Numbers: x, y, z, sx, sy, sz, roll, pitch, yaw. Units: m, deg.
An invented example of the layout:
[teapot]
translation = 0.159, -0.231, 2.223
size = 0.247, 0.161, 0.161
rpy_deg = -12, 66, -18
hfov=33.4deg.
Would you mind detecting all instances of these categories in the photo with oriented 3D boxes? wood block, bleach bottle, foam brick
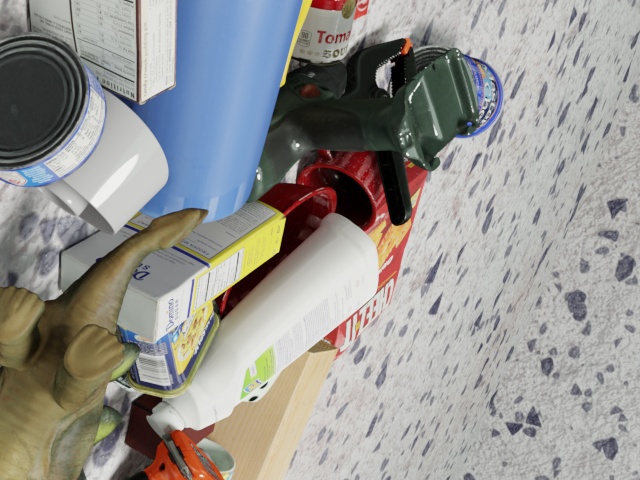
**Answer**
[wood block]
translation = -0.071, 0.194, 1.162
size = 0.206, 0.091, 0.090
rpy_deg = -68, 161, 6
[bleach bottle]
translation = -0.055, 0.086, 0.974
size = 0.250, 0.068, 0.102
rpy_deg = -39, 150, -23
[foam brick]
translation = -0.139, 0.168, 1.018
size = 0.078, 0.051, 0.053
rpy_deg = -32, 141, -56

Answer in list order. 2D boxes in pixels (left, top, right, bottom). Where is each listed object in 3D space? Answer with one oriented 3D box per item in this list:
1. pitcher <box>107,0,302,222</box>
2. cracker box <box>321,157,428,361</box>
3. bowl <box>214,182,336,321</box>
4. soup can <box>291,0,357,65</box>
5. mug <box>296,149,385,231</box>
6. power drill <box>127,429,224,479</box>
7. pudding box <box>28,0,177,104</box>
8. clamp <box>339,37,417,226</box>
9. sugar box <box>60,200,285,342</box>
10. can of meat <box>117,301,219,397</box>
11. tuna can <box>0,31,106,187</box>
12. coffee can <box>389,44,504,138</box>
[pitcher]
translation = -0.080, -0.142, 0.722
size = 0.149, 0.145, 0.243
rpy_deg = -26, 142, -43
[cracker box]
translation = 0.046, 0.017, 1.276
size = 0.163, 0.072, 0.214
rpy_deg = -38, 148, -50
[bowl]
translation = -0.057, 0.001, 0.998
size = 0.162, 0.055, 0.162
rpy_deg = -46, 163, -19
[soup can]
translation = -0.001, -0.209, 0.904
size = 0.068, 0.069, 0.102
rpy_deg = -38, 147, -52
[mug]
translation = 0.029, -0.077, 1.119
size = 0.081, 0.093, 0.117
rpy_deg = -55, 128, -38
[power drill]
translation = -0.169, 0.258, 0.936
size = 0.187, 0.057, 0.184
rpy_deg = -35, 147, -7
[pudding box]
translation = -0.128, -0.147, 0.625
size = 0.039, 0.090, 0.113
rpy_deg = -43, 149, -43
[clamp]
translation = 0.046, -0.137, 1.082
size = 0.036, 0.164, 0.210
rpy_deg = -28, -143, 47
[sugar box]
translation = -0.112, 0.010, 0.842
size = 0.175, 0.093, 0.048
rpy_deg = -38, 146, -50
[can of meat]
translation = -0.128, 0.066, 0.897
size = 0.084, 0.057, 0.102
rpy_deg = 87, 19, -45
[tuna can]
translation = -0.168, -0.075, 0.616
size = 0.086, 0.086, 0.033
rpy_deg = -61, 161, -11
[coffee can]
translation = 0.154, -0.175, 1.275
size = 0.140, 0.103, 0.103
rpy_deg = -8, 120, -66
